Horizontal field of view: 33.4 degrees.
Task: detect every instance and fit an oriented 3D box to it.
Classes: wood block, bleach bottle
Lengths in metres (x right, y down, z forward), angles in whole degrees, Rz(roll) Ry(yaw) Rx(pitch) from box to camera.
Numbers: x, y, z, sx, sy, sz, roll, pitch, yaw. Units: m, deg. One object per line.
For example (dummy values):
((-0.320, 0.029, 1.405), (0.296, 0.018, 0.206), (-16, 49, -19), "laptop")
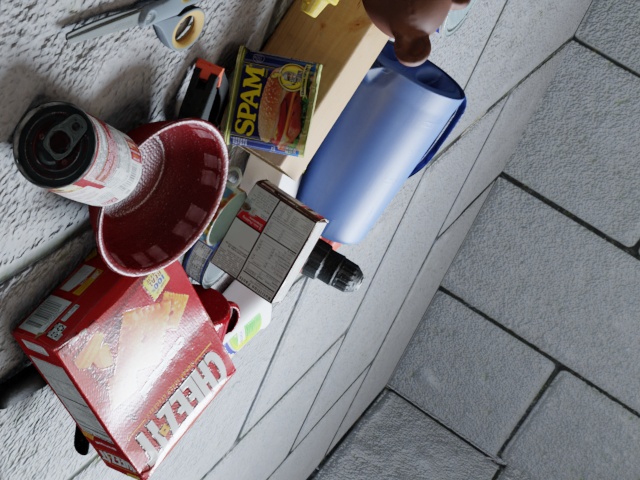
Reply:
((-0.015, -0.179, 1.160), (0.206, 0.090, 0.090), (-57, 167, 0), "wood block")
((-0.169, 0.163, 1.471), (0.250, 0.068, 0.103), (-47, 163, -27), "bleach bottle")

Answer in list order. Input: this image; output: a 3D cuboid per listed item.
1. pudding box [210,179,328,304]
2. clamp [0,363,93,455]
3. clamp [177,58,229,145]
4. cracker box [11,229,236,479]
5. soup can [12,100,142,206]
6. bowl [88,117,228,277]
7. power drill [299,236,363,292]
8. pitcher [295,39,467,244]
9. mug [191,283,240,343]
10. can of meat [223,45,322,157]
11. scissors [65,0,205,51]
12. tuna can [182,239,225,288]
((-0.058, 0.001, 1.193), (0.113, 0.090, 0.039), (-60, 166, 15), "pudding box")
((-0.243, 0.112, 1.102), (0.210, 0.036, 0.164), (-63, 148, -8), "clamp")
((-0.124, -0.098, 1.056), (0.171, 0.039, 0.120), (98, 10, -52), "clamp")
((-0.188, 0.114, 1.079), (0.164, 0.072, 0.213), (-49, 136, -30), "cracker box")
((-0.190, -0.066, 0.848), (0.068, 0.068, 0.102), (-57, 167, 1), "soup can")
((-0.159, -0.049, 0.980), (0.161, 0.055, 0.162), (-38, 146, -32), "bowl")
((-0.014, -0.004, 1.411), (0.057, 0.184, 0.187), (-60, 176, 15), "power drill")
((0.071, -0.116, 1.327), (0.243, 0.149, 0.145), (-59, -178, 25), "pitcher")
((-0.149, 0.106, 1.332), (0.117, 0.093, 0.082), (-12, 134, -37), "mug")
((-0.048, -0.138, 1.076), (0.057, 0.084, 0.102), (-82, -176, -81), "can of meat")
((-0.143, -0.174, 0.879), (0.201, 0.016, 0.096), (-45, 162, -40), "scissors")
((-0.132, 0.015, 1.317), (0.086, 0.034, 0.086), (-52, 166, -19), "tuna can")
